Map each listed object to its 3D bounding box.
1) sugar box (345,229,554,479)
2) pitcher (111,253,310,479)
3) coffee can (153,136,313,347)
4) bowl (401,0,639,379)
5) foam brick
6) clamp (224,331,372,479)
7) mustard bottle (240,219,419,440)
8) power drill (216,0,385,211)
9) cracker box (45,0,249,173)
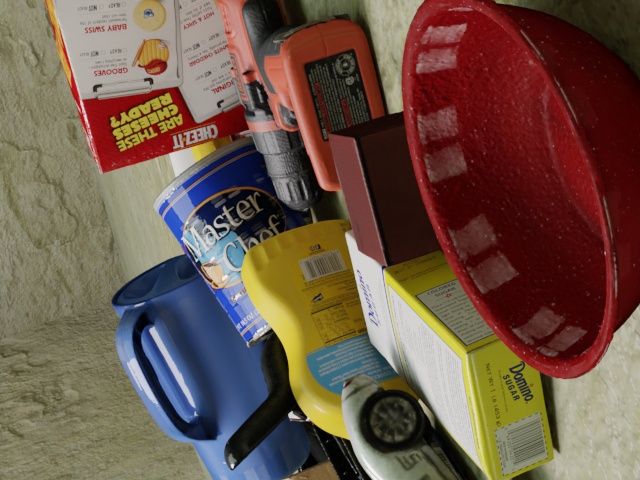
[{"bbox_3d":[0.073,0.058,0.641,0.176,0.048,0.093,-128,21,-60],"label":"sugar box"},{"bbox_3d":[-0.108,0.137,1.077,0.243,0.149,0.145,66,168,-14],"label":"pitcher"},{"bbox_3d":[-0.056,0.001,0.873,0.140,0.102,0.103,55,164,6],"label":"coffee can"},{"bbox_3d":[0.092,-0.029,0.430,0.162,0.055,0.162,161,90,-76],"label":"bowl"},{"bbox_3d":[0.044,-0.032,0.619,0.053,0.051,0.078,-149,42,-70],"label":"foam brick"},{"bbox_3d":[-0.017,0.114,0.778,0.039,0.120,0.171,-46,36,32],"label":"clamp"},{"bbox_3d":[0.021,0.080,0.759,0.192,0.096,0.058,64,155,24],"label":"mustard bottle"},{"bbox_3d":[-0.013,-0.090,0.745,0.188,0.057,0.184,36,146,65],"label":"power drill"},{"bbox_3d":[-0.129,-0.179,0.846,0.072,0.164,0.214,-124,21,-51],"label":"cracker box"}]
